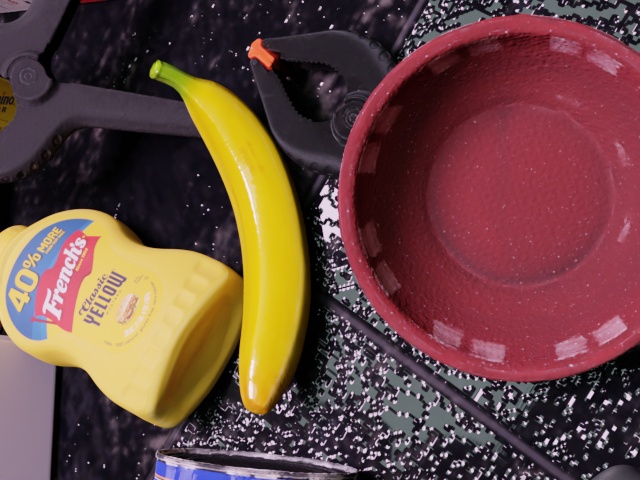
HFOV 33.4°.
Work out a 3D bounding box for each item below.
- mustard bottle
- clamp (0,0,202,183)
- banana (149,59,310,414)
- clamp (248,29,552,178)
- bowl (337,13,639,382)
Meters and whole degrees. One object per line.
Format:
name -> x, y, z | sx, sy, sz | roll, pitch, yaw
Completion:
mustard bottle -> -0.138, 0.032, 0.639 | 0.192, 0.058, 0.096 | 21, 78, 34
clamp -> -0.167, -0.104, 0.624 | 0.210, 0.036, 0.164 | -21, 88, -2
banana -> -0.039, -0.006, 0.584 | 0.037, 0.069, 0.198 | -35, 71, 59
clamp -> 0.025, -0.051, 0.568 | 0.172, 0.039, 0.120 | 28, 91, 29
bowl -> 0.092, -0.019, 0.492 | 0.162, 0.055, 0.162 | 1, 95, 11
